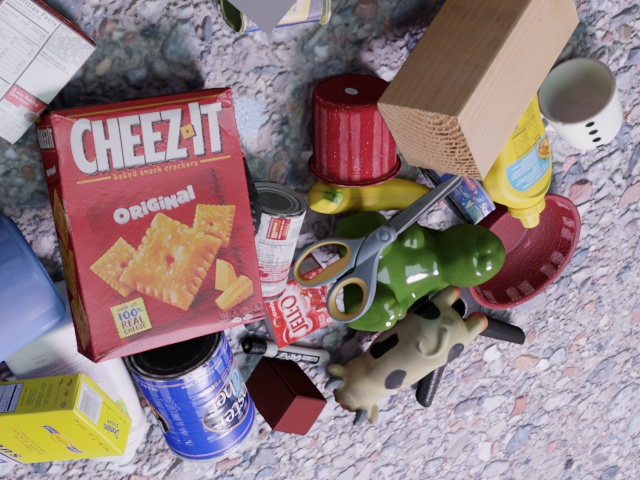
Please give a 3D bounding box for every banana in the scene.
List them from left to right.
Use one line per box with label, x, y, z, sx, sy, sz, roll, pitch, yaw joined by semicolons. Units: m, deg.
banana;0.044;-0.044;1.096;0.197;0.070;0.037;-8;114;-54

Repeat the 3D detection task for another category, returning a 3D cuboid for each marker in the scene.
marker;-0.040;0.126;1.206;0.120;0.020;0.020;15;113;-40

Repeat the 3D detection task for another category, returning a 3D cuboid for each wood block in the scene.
wood block;0.152;-0.169;1.006;0.206;0.090;0.090;-57;140;-21

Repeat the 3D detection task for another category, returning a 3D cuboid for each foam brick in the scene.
foam brick;-0.040;0.175;1.203;0.052;0.078;0.051;19;109;-42

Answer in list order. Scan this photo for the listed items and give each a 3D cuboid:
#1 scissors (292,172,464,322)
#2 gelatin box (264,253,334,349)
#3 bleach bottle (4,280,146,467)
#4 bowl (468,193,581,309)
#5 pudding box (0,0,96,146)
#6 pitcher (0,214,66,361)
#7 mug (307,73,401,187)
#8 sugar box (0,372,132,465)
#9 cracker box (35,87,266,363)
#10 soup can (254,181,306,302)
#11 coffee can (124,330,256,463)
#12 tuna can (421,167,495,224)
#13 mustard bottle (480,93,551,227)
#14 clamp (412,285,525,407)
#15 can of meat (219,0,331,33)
scissors;0.065;0.015;1.037;0.202;0.096;0.016;-22;180;24
gelatin box;-0.027;0.068;1.163;0.073;0.030;0.089;-26;133;-15
bleach bottle;-0.240;0.151;1.064;0.102;0.068;0.251;-21;136;-8
bowl;0.228;0.002;1.265;0.161;0.055;0.162;-18;131;-22
pudding box;-0.249;-0.143;0.850;0.113;0.039;0.090;-49;133;5
pitcher;-0.349;0.072;0.895;0.242;0.145;0.149;-32;147;-14
mug;0.039;-0.114;1.038;0.117;0.093;0.081;-42;140;-46
sugar box;-0.277;0.171;0.999;0.176;0.048;0.093;-11;138;20
cracker box;-0.144;-0.017;0.928;0.164;0.072;0.214;-12;100;-25
soup can;-0.057;0.001;1.066;0.068;0.069;0.102;-3;124;-32
coffee can;-0.132;0.148;1.103;0.102;0.103;0.140;-28;134;-13
tuna can;0.147;-0.056;1.146;0.034;0.086;0.086;-40;135;0
mustard bottle;0.204;-0.097;1.137;0.096;0.058;0.191;-42;125;-33
clamp;0.173;0.101;1.317;0.164;0.036;0.210;-28;131;-11
can of meat;-0.039;-0.231;0.911;0.083;0.057;0.102;-14;129;-22
